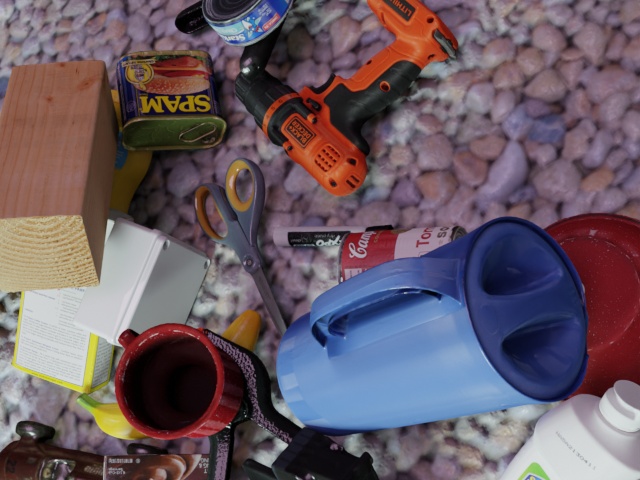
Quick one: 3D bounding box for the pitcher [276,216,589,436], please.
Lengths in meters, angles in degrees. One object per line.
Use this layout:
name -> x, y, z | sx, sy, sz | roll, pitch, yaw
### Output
pitcher -> 0.068, 0.076, 0.816 | 0.243, 0.144, 0.149 | -25, 98, 46

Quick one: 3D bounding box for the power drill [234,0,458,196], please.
power drill -> 0.022, -0.156, 0.999 | 0.188, 0.057, 0.185 | -49, 58, 8

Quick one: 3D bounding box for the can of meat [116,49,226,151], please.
can of meat -> -0.150, -0.139, 1.057 | 0.102, 0.057, 0.084 | -4, 64, -16

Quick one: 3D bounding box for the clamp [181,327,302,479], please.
clamp -> -0.062, 0.152, 0.937 | 0.120, 0.039, 0.171 | -16, 78, -8

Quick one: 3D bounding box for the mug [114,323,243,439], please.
mug -> -0.122, 0.115, 0.892 | 0.117, 0.081, 0.093 | 35, 86, 19

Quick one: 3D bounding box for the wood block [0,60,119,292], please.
wood block -> -0.240, -0.062, 0.961 | 0.090, 0.091, 0.206 | -4, 47, 0

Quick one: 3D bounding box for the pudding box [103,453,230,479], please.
pudding box -> -0.136, 0.236, 0.944 | 0.113, 0.039, 0.090 | 0, 72, -5

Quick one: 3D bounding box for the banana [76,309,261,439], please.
banana -> -0.132, 0.135, 0.989 | 0.198, 0.037, 0.069 | -27, 89, 7

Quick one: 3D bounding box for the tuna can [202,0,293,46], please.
tuna can -> -0.068, -0.226, 1.000 | 0.086, 0.033, 0.086 | -19, 50, 25

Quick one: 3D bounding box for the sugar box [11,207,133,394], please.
sugar box -> -0.240, 0.050, 1.032 | 0.093, 0.048, 0.176 | 16, 102, 17

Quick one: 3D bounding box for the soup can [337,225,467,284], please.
soup can -> 0.073, 0.024, 0.912 | 0.102, 0.068, 0.068 | -4, 74, 24

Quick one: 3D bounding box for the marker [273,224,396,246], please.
marker -> 0.014, -0.004, 0.978 | 0.121, 0.020, 0.020 | -1, 75, 26

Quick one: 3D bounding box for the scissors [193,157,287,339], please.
scissors -> -0.057, 0.001, 0.995 | 0.202, 0.016, 0.096 | 49, 115, 34

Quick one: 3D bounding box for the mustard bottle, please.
mustard bottle -> -0.224, -0.077, 1.093 | 0.096, 0.058, 0.191 | 16, 83, 27

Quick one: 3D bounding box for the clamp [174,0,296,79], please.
clamp -> -0.039, -0.250, 1.047 | 0.210, 0.036, 0.165 | -42, 43, 2
